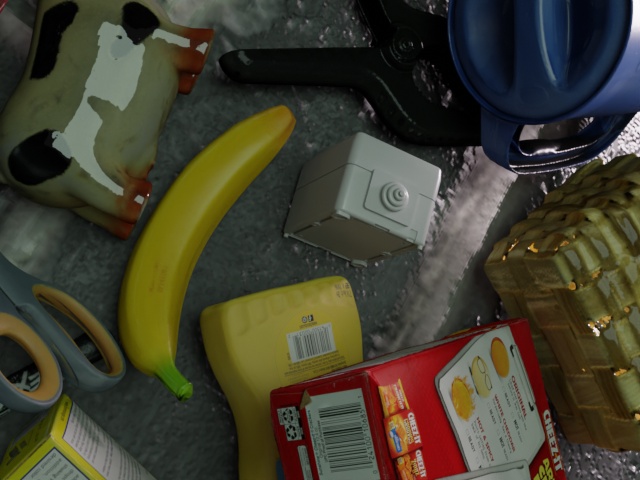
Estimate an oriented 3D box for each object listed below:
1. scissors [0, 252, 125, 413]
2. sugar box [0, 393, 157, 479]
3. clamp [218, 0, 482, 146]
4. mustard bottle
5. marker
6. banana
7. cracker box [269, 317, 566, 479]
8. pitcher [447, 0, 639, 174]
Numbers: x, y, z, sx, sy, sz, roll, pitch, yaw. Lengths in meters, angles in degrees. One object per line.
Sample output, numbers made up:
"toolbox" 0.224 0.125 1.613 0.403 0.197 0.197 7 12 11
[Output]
"scissors" -0.186 0.015 0.553 0.201 0.016 0.096 42 28 -7
"sugar box" -0.090 0.162 0.561 0.048 0.093 0.176 -42 100 -3
"clamp" 0.039 -0.120 0.709 0.210 0.036 0.164 39 65 -17
"mustard bottle" -0.005 0.122 0.630 0.096 0.058 0.191 -11 85 -38
"marker" -0.166 0.081 0.584 0.121 0.020 0.020 -30 94 -27
"banana" -0.073 0.001 0.622 0.070 0.037 0.197 11 63 15
"cracker box" 0.068 0.141 0.607 0.213 0.072 0.164 -6 83 -58
"pitcher" 0.206 -0.136 0.726 0.242 0.149 0.145 -6 77 -44
